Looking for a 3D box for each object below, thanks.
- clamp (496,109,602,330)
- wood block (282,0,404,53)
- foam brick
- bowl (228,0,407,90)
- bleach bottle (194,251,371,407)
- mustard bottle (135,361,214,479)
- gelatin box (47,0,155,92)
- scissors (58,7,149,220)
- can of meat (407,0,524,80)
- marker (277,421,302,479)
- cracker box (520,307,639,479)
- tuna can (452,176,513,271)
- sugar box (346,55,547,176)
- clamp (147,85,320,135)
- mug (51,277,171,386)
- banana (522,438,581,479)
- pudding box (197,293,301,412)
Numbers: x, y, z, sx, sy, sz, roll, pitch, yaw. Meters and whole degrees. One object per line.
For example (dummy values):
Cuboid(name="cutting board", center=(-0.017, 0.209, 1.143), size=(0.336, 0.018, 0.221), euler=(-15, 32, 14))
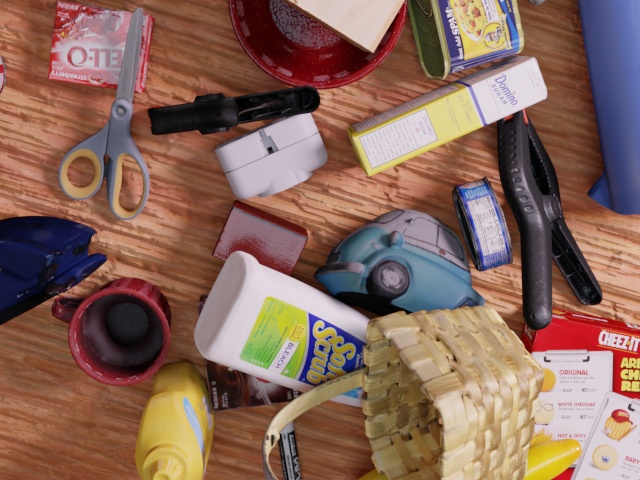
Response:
Cuboid(name="clamp", center=(0.210, -0.022, 1.001), size=(0.036, 0.164, 0.210), euler=(-18, 79, 31))
Cuboid(name="wood block", center=(0.056, -0.270, 0.893), size=(0.090, 0.091, 0.206), euler=(30, 98, -9))
Cuboid(name="foam brick", center=(-0.057, 0.001, 1.015), size=(0.078, 0.053, 0.051), euler=(22, 98, -4))
Cuboid(name="bowl", center=(-0.003, -0.220, 0.976), size=(0.162, 0.055, 0.162), euler=(0, 100, -2))
Cuboid(name="bleach bottle", center=(0.013, 0.098, 1.002), size=(0.250, 0.068, 0.102), euler=(22, 101, -26))
Cuboid(name="mustard bottle", center=(-0.132, 0.182, 0.973), size=(0.058, 0.191, 0.096), euler=(-10, 100, 0))
Cuboid(name="gelatin box", center=(-0.203, -0.179, 0.990), size=(0.089, 0.030, 0.073), euler=(9, 100, -3))
Cuboid(name="scissors", center=(-0.202, -0.114, 0.988), size=(0.096, 0.016, 0.202), euler=(1, 113, 6))
Cuboid(name="can of meat", center=(0.131, -0.207, 0.974), size=(0.083, 0.057, 0.102), euler=(-18, 104, -14))
Cuboid(name="marker", center=(-0.029, 0.233, 1.073), size=(0.020, 0.020, 0.121), euler=(-8, 100, 0))
Cuboid(name="cracker box", center=(0.262, 0.183, 1.046), size=(0.164, 0.072, 0.214), euler=(12, 99, -2))
Cuboid(name="tuna can", center=(0.152, -0.015, 1.002), size=(0.034, 0.086, 0.086), euler=(-17, 100, 2))
Cuboid(name="sugar box", center=(0.113, -0.115, 0.979), size=(0.176, 0.093, 0.048), euler=(-21, 101, 2))
Cuboid(name="clamp", center=(-0.099, -0.113, 0.950), size=(0.172, 0.120, 0.039), euler=(-6, 92, 32))
Cuboid(name="mug", center=(-0.196, 0.078, 1.009), size=(0.117, 0.081, 0.093), euler=(16, 99, -5))
Cuboid(name="banana", center=(0.168, 0.257, 1.007), size=(0.069, 0.037, 0.198), euler=(27, 103, -8))
Cuboid(name="pudding box", center=(-0.068, 0.104, 1.039), size=(0.090, 0.039, 0.113), euler=(-7, 101, -2))
